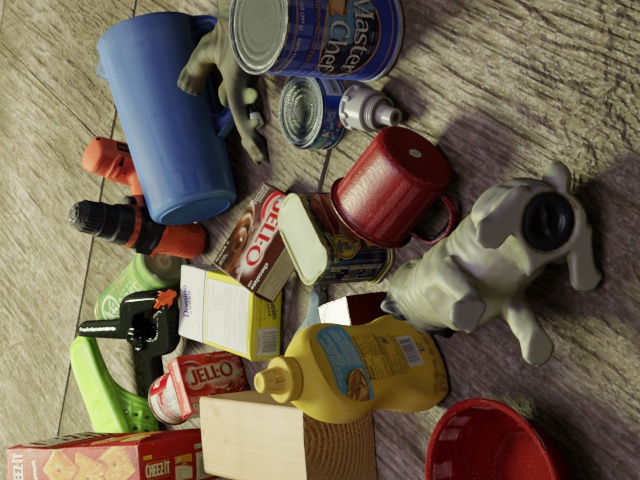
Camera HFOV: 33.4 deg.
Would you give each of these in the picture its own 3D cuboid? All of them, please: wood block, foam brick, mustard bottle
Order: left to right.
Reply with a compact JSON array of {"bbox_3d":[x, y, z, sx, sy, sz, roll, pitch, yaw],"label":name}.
[{"bbox_3d":[-0.040,0.216,1.165,0.207,0.090,0.090,-6,87,53],"label":"wood block"},{"bbox_3d":[0.024,0.121,0.987,0.058,0.191,0.096,-50,53,43],"label":"mustard bottle"},{"bbox_3d":[0.038,0.096,1.083,0.051,0.052,0.078,-25,72,52],"label":"foam brick"}]

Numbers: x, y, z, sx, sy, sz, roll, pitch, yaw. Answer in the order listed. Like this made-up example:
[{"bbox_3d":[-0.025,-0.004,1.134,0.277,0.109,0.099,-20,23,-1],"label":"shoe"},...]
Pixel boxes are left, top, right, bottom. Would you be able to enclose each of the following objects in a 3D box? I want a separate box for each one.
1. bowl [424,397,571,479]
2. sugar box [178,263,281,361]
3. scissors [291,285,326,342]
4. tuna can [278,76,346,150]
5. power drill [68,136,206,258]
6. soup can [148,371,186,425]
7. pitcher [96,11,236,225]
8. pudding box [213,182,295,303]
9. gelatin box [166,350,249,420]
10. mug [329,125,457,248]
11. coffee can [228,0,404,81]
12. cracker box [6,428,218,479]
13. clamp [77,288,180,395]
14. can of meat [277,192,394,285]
[{"bbox_3d":[0.163,0.212,0.918,0.162,0.055,0.162,5,96,53],"label":"bowl"},{"bbox_3d":[-0.111,0.084,1.292,0.177,0.048,0.093,12,100,56],"label":"sugar box"},{"bbox_3d":[0.006,0.079,1.156,0.096,0.016,0.202,38,122,44],"label":"scissors"},{"bbox_3d":[-0.009,-0.140,1.147,0.086,0.033,0.086,5,96,53],"label":"tuna can"},{"bbox_3d":[-0.250,-0.056,1.372,0.057,0.184,0.188,-54,41,25],"label":"power drill"},{"bbox_3d":[-0.166,0.190,1.353,0.102,0.068,0.068,-32,66,49],"label":"soup can"},{"bbox_3d":[-0.174,-0.151,1.306,0.149,0.144,0.243,-39,64,61],"label":"pitcher"},{"bbox_3d":[-0.058,0.001,1.186,0.090,0.039,0.113,33,93,49],"label":"pudding box"},{"bbox_3d":[-0.133,0.173,1.289,0.030,0.089,0.073,-42,59,46],"label":"gelatin box"},{"bbox_3d":[0.078,-0.045,1.002,0.117,0.093,0.082,42,126,6],"label":"mug"},{"bbox_3d":[-0.004,-0.210,1.047,0.103,0.140,0.103,5,96,53],"label":"coffee can"},{"bbox_3d":[-0.261,0.279,1.348,0.214,0.164,0.072,-7,84,28],"label":"cracker box"},{"bbox_3d":[-0.230,0.134,1.411,0.164,0.036,0.210,48,136,0],"label":"clamp"},{"bbox_3d":[0.013,-0.003,1.085,0.058,0.083,0.102,-54,51,40],"label":"can of meat"}]
